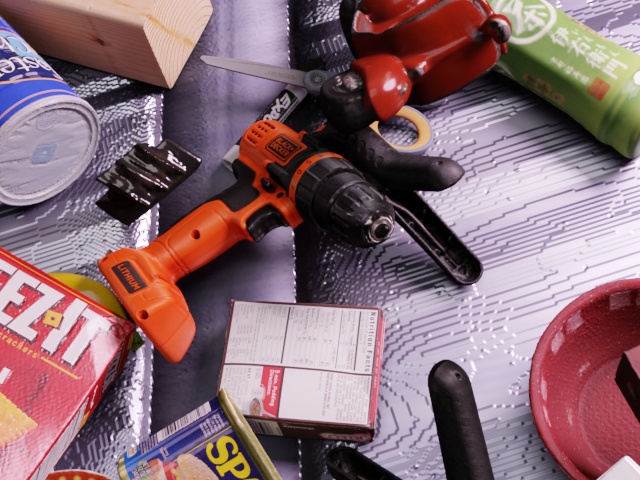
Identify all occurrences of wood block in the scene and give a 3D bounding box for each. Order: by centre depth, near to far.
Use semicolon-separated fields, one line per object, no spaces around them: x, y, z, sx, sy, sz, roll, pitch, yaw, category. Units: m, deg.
-0.210;-0.211;0.903;0.206;0.091;0.090;17;68;16;wood block

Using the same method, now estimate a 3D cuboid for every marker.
-0.035;-0.103;0.863;0.020;0.020;0.121;32;72;22;marker

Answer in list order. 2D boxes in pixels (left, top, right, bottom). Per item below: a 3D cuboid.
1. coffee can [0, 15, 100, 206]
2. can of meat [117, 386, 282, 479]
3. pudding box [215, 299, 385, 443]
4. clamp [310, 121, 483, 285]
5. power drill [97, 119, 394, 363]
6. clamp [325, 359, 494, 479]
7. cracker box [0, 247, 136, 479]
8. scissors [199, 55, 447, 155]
-0.258;-0.110;0.852;0.102;0.103;0.140;-40;64;-12;coffee can
-0.072;0.161;0.693;0.084;0.057;0.102;-31;102;-5;can of meat
-0.013;0.090;0.750;0.113;0.039;0.090;4;63;9;pudding box
0.050;-0.048;0.769;0.039;0.120;0.172;-38;59;-23;clamp
-0.055;0.001;0.758;0.187;0.057;0.185;-38;35;-9;power drill
0.088;0.187;0.656;0.036;0.165;0.210;-27;82;-35;clamp
-0.243;0.102;0.685;0.164;0.072;0.213;30;47;1;cracker box
0.006;-0.108;0.845;0.201;0.016;0.096;-2;68;-2;scissors
